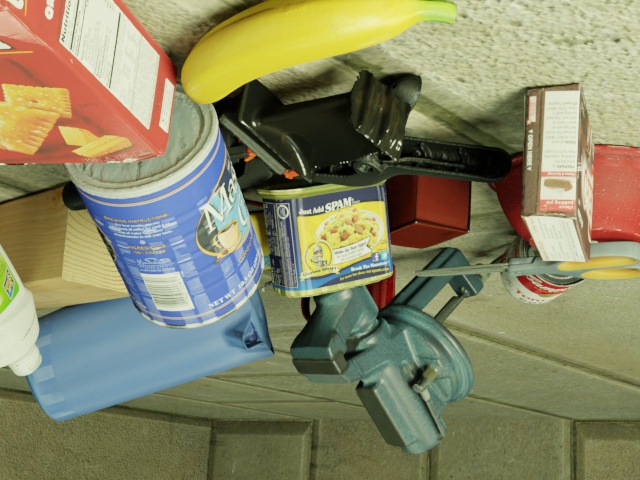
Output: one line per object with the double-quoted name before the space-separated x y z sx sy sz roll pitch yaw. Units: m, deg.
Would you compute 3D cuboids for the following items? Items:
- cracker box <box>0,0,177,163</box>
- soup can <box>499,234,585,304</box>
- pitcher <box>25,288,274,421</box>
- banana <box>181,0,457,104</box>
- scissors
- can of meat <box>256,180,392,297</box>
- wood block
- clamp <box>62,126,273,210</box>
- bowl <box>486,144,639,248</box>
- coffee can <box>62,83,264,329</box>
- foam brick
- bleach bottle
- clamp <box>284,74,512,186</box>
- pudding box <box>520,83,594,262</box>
"cracker box" -0.194 -0.107 0.587 0.164 0.072 0.213 0 165 14
"soup can" 0.208 0.018 0.981 0.068 0.068 0.102 5 167 -2
"pitcher" -0.179 0.091 1.105 0.243 0.145 0.149 -20 165 -1
"banana" -0.023 -0.108 0.603 0.198 0.037 0.069 -8 160 39
"scissors" 0.184 0.024 0.888 0.096 0.016 0.202 15 163 -39
"can of meat" 0.006 -0.006 0.838 0.101 0.084 0.058 -11 -170 -27
"wood block" -0.267 0.012 1.043 0.207 0.091 0.090 -10 161 44
"clamp" -0.106 -0.052 0.839 0.164 0.036 0.210 0 168 -24
"bowl" 0.211 -0.024 0.839 0.162 0.055 0.162 4 166 1
"coffee can" -0.103 -0.022 0.730 0.103 0.102 0.140 0 139 15
"foam brick" 0.081 -0.027 0.868 0.052 0.051 0.078 9 165 -24
"bleach bottle" -0.308 0.033 0.904 0.068 0.102 0.251 0 135 22
"clamp" 0.033 -0.071 0.738 0.172 0.039 0.120 -3 147 34
"pudding box" 0.160 -0.041 0.710 0.039 0.090 0.113 -1 165 20
